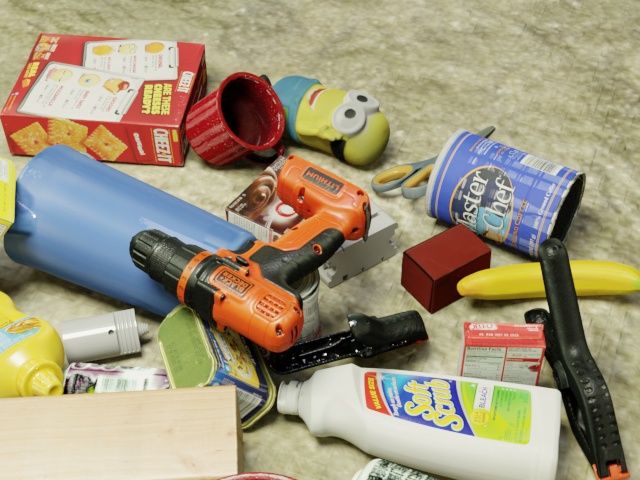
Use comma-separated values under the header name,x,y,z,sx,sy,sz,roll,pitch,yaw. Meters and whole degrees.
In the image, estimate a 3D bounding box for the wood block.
name,x,y,z,sx,sy,sz,roll,pitch,yaw
wood block,-0.171,0.188,0.910,0.206,0.091,0.090,-3,51,-2

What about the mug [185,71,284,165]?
name,x,y,z,sx,sy,sz,roll,pitch,yaw
mug,-0.093,-0.128,1.225,0.082,0.117,0.093,-22,37,48

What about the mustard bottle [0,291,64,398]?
name,x,y,z,sx,sy,sz,roll,pitch,yaw
mustard bottle,-0.292,0.107,0.985,0.096,0.058,0.192,-36,36,-29

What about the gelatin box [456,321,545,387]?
name,x,y,z,sx,sy,sz,roll,pitch,yaw
gelatin box,0.165,0.113,0.984,0.073,0.089,0.030,1,44,3

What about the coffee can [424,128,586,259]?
name,x,y,z,sx,sy,sz,roll,pitch,yaw
coffee can,0.196,-0.048,1.136,0.140,0.103,0.102,23,50,22

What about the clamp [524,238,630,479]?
name,x,y,z,sx,sy,sz,roll,pitch,yaw
clamp,0.228,0.111,0.954,0.036,0.164,0.210,-14,55,-1

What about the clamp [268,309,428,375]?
name,x,y,z,sx,sy,sz,roll,pitch,yaw
clamp,0.035,0.094,1.003,0.120,0.171,0.039,-20,75,33

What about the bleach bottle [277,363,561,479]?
name,x,y,z,sx,sy,sz,roll,pitch,yaw
bleach bottle,0.084,0.163,0.954,0.251,0.068,0.102,7,39,11

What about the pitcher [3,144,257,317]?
name,x,y,z,sx,sy,sz,roll,pitch,yaw
pitcher,-0.184,0.000,1.091,0.243,0.145,0.149,22,61,17

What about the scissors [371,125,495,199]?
name,x,y,z,sx,sy,sz,roll,pitch,yaw
scissors,0.128,-0.094,1.241,0.096,0.016,0.201,-2,25,29

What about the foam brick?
name,x,y,z,sx,sy,sz,roll,pitch,yaw
foam brick,0.129,0.027,1.097,0.078,0.053,0.051,-25,49,-23

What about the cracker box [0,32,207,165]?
name,x,y,z,sx,sy,sz,roll,pitch,yaw
cracker box,-0.256,-0.172,1.294,0.214,0.072,0.164,5,47,5

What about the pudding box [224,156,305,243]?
name,x,y,z,sx,sy,sz,roll,pitch,yaw
pudding box,-0.037,-0.037,1.175,0.090,0.039,0.113,24,50,23

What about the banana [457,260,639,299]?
name,x,y,z,sx,sy,sz,roll,pitch,yaw
banana,0.237,0.039,1.079,0.198,0.069,0.037,-3,87,6

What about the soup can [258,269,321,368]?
name,x,y,z,sx,sy,sz,roll,pitch,yaw
soup can,-0.032,0.068,1.024,0.068,0.102,0.068,-1,45,0

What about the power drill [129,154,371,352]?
name,x,y,z,sx,sy,sz,roll,pitch,yaw
power drill,-0.056,0.001,0.979,0.185,0.057,0.187,30,55,22

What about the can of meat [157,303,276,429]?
name,x,y,z,sx,sy,sz,roll,pitch,yaw
can of meat,-0.098,0.114,0.981,0.057,0.083,0.102,-41,46,15
